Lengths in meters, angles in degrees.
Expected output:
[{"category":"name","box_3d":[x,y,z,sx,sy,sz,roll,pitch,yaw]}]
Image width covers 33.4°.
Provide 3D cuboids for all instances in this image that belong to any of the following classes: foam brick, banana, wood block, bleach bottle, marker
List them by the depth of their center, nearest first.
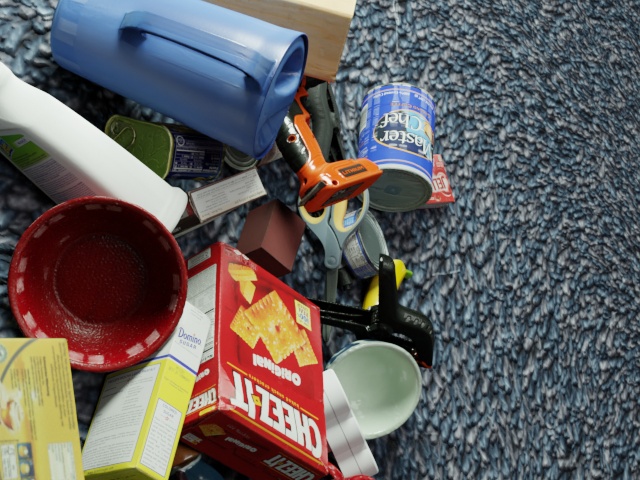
[{"category":"bleach bottle","box_3d":[-0.248,-0.089,1.006,0.250,0.103,0.068,44,50,-27]},{"category":"wood block","box_3d":[-0.069,-0.257,1.176,0.206,0.090,0.090,15,39,-2]},{"category":"foam brick","box_3d":[-0.058,0.001,1.217,0.051,0.053,0.078,42,46,-28]},{"category":"marker","box_3d":[0.014,0.004,1.324,0.020,0.020,0.121,-12,81,-50]},{"category":"banana","box_3d":[0.081,0.089,1.345,0.069,0.037,0.197,45,44,-24]}]

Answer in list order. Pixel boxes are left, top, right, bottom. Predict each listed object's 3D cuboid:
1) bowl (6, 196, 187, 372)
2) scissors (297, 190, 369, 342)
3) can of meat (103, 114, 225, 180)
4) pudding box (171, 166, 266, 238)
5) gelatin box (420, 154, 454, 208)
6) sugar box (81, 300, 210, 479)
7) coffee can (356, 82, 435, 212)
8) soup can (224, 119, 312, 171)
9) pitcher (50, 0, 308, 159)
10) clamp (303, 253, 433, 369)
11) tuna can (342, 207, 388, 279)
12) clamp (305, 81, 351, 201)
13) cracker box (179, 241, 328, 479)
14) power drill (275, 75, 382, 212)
[{"category":"bowl","box_3d":[-0.205,0.039,0.994,0.162,0.055,0.162,-1,94,-9]},{"category":"scissors","box_3d":[-0.001,0.014,1.293,0.016,0.096,0.202,41,68,-72]},{"category":"can of meat","box_3d":[-0.162,-0.094,1.110,0.083,0.102,0.057,-2,105,-52]},{"category":"pudding box","box_3d":[-0.125,-0.037,1.130,0.113,0.090,0.039,-30,96,-50]},{"category":"gelatin box","box_3d":[0.147,-0.083,1.507,0.089,0.030,0.073,-5,76,-49]},{"category":"sugar box","box_3d":[-0.164,0.147,0.995,0.048,0.094,0.176,43,45,-32]},{"category":"coffee can","box_3d":[0.100,-0.123,1.417,0.102,0.103,0.140,31,51,-35]},{"category":"soup can","box_3d":[-0.066,-0.126,1.258,0.102,0.069,0.068,-29,95,-50]},{"category":"pitcher","box_3d":[-0.143,-0.187,1.064,0.243,0.149,0.144,22,41,7]},{"category":"clamp","box_3d":[0.057,0.094,1.238,0.209,0.165,0.036,45,41,-41]},{"category":"tuna can","box_3d":[0.052,0.005,1.337,0.086,0.034,0.086,49,29,-41]},{"category":"clamp","box_3d":[0.010,-0.135,1.365,0.120,0.039,0.171,62,22,-55]},{"category":"cracker box","box_3d":[-0.069,0.127,1.091,0.164,0.072,0.213,38,33,-36]},{"category":"power drill","box_3d":[-0.012,-0.132,1.215,0.184,0.057,0.188,-24,75,-45]}]
